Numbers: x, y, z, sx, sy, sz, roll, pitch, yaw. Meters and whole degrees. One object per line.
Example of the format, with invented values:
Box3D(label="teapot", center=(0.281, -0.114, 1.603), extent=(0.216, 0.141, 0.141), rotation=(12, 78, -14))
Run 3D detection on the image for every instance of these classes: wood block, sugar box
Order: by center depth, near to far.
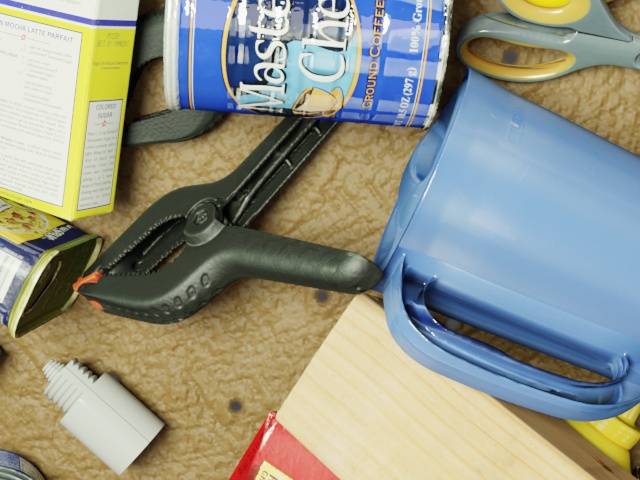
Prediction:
Box3D(label="wood block", center=(0.088, 0.126, 0.587), extent=(0.206, 0.090, 0.090), rotation=(38, 100, 29))
Box3D(label="sugar box", center=(-0.155, -0.109, 0.615), extent=(0.093, 0.048, 0.176), rotation=(18, 105, 24))

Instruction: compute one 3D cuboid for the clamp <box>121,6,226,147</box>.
Box3D(label="clamp", center=(-0.075, -0.124, 0.637), extent=(0.171, 0.039, 0.120), rotation=(-32, 94, 6))

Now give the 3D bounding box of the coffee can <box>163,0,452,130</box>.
Box3D(label="coffee can", center=(-0.008, -0.115, 0.568), extent=(0.140, 0.103, 0.103), rotation=(4, 99, -3))

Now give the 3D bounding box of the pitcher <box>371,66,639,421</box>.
Box3D(label="pitcher", center=(0.154, 0.020, 0.586), extent=(0.243, 0.145, 0.149), rotation=(24, 98, -1))

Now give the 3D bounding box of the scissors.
Box3D(label="scissors", center=(0.178, -0.120, 0.598), extent=(0.202, 0.016, 0.096), rotation=(2, 140, 7))

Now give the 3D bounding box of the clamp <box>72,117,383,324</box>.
Box3D(label="clamp", center=(-0.054, 0.001, 0.616), extent=(0.210, 0.164, 0.036), rotation=(-29, 131, 17))

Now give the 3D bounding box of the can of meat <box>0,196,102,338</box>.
Box3D(label="can of meat", center=(-0.191, 0.007, 0.639), extent=(0.084, 0.102, 0.057), rotation=(28, 101, 3))
